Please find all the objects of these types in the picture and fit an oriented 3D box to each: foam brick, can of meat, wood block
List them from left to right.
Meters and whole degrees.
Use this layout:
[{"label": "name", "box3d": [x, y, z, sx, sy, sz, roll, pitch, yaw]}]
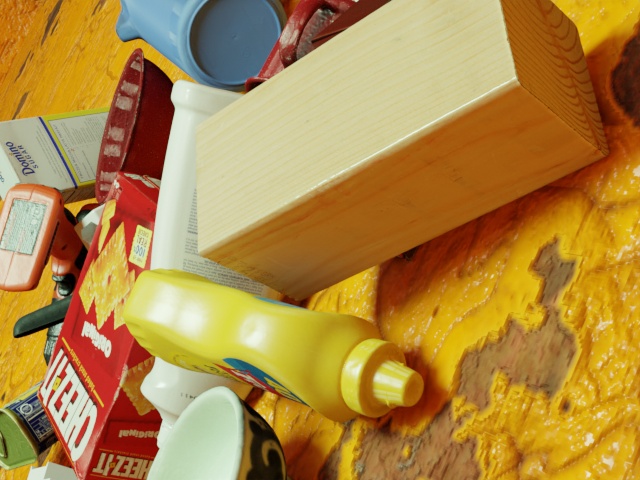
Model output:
[{"label": "can of meat", "box3d": [-0.262, 0.164, 0.998, 0.083, 0.057, 0.102, -36, 6, -38]}, {"label": "wood block", "box3d": [0.035, -0.054, 0.576, 0.206, 0.090, 0.091, -27, 53, 33]}, {"label": "foam brick", "box3d": [0.044, -0.134, 0.704, 0.053, 0.051, 0.078, -6, 31, 48]}]

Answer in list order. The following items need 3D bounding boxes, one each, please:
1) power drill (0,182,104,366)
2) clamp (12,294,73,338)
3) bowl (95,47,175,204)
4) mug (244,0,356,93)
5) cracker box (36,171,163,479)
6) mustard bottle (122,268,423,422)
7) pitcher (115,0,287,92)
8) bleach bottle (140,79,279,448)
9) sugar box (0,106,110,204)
[{"label": "power drill", "box3d": [-0.266, 0.033, 1.066, 0.187, 0.057, 0.184, 61, -142, -74]}, {"label": "clamp", "box3d": [-0.198, 0.054, 0.970, 0.171, 0.120, 0.039, -61, -2, -5]}, {"label": "bowl", "box3d": [-0.179, -0.109, 1.076, 0.162, 0.055, 0.162, -167, 90, -70]}, {"label": "mug", "box3d": [0.001, -0.129, 0.761, 0.093, 0.117, 0.081, 22, 78, 26]}, {"label": "cracker box", "box3d": [-0.149, 0.066, 0.847, 0.164, 0.072, 0.214, 35, 106, 59]}, {"label": "mustard bottle", "box3d": [-0.021, 0.063, 0.613, 0.192, 0.096, 0.058, 11, 72, 42]}, {"label": "pitcher", "box3d": [-0.107, -0.234, 1.066, 0.243, 0.144, 0.149, 49, 124, 60]}, {"label": "bleach bottle", "box3d": [-0.078, 0.024, 0.731, 0.068, 0.102, 0.251, -134, 58, -76]}, {"label": "sugar box", "box3d": [-0.270, -0.088, 1.144, 0.048, 0.175, 0.093, -40, 75, 42]}]
